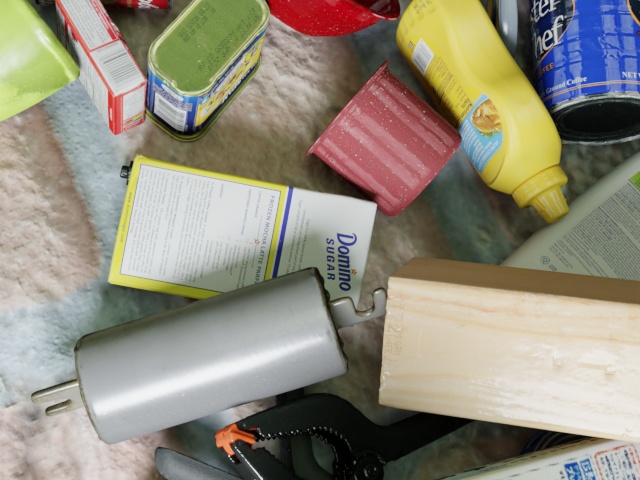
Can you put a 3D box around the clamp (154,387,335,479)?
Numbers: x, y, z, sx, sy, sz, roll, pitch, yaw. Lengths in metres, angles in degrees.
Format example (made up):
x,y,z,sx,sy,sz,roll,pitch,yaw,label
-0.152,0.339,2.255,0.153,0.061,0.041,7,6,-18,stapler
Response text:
x,y,z,sx,sy,sz,roll,pitch,yaw,label
-0.032,0.178,0.727,0.120,0.039,0.171,-26,80,-19,clamp

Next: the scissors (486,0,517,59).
x,y,z,sx,sy,sz,roll,pitch,yaw,label
0.138,-0.208,0.783,0.016,0.202,0.096,-3,65,3,scissors

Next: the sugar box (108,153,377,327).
x,y,z,sx,sy,sz,roll,pitch,yaw,label
-0.055,0.001,0.763,0.176,0.048,0.093,12,89,-9,sugar box

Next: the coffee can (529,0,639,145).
x,y,z,sx,sy,sz,roll,pitch,yaw,label
0.216,-0.157,0.834,0.102,0.103,0.140,3,74,-10,coffee can

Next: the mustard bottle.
x,y,z,sx,sy,sz,roll,pitch,yaw,label
0.128,-0.097,0.798,0.058,0.096,0.192,-25,76,-17,mustard bottle

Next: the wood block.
x,y,z,sx,sy,sz,roll,pitch,yaw,label
0.151,0.071,0.704,0.206,0.090,0.090,6,99,15,wood block

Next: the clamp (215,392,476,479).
x,y,z,sx,sy,sz,roll,pitch,yaw,label
0.032,0.150,0.723,0.209,0.036,0.164,27,61,-17,clamp

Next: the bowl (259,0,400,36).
x,y,z,sx,sy,sz,roll,pitch,yaw,label
-0.017,-0.205,0.805,0.162,0.161,0.055,47,115,5,bowl

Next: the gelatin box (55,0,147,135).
x,y,z,sx,sy,sz,roll,pitch,yaw,label
-0.159,-0.131,0.775,0.030,0.073,0.089,-29,80,-18,gelatin box

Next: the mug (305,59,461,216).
x,y,z,sx,sy,sz,roll,pitch,yaw,label
0.054,-0.077,0.798,0.081,0.093,0.117,41,35,-2,mug

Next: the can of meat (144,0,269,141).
x,y,z,sx,sy,sz,roll,pitch,yaw,label
-0.084,-0.133,0.783,0.057,0.084,0.102,38,72,1,can of meat
